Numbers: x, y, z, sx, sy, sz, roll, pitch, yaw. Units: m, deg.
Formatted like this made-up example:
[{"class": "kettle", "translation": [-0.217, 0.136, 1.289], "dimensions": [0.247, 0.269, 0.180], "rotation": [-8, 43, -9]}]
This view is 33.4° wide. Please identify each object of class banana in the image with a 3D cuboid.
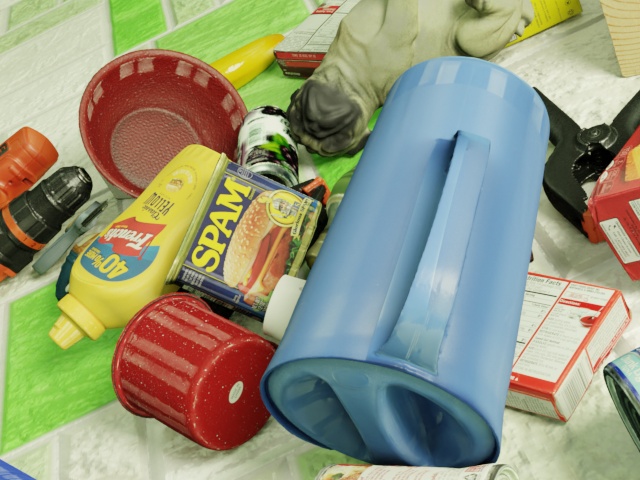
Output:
[{"class": "banana", "translation": [-0.127, -0.170, 1.143], "dimensions": [0.198, 0.037, 0.069], "rotation": [-22, 35, 10]}]

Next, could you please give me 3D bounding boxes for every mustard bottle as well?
[{"class": "mustard bottle", "translation": [-0.138, 0.011, 0.836], "dimensions": [0.191, 0.058, 0.096], "rotation": [-47, 43, -14]}]

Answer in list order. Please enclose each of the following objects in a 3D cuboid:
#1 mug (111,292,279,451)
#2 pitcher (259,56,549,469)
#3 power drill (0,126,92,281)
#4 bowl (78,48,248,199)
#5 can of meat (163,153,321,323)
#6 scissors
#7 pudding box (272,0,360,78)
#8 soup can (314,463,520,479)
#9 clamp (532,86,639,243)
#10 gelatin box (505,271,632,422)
[{"class": "mug", "translation": [-0.072, 0.090, 0.731], "dimensions": [0.117, 0.093, 0.082], "rotation": [-8, 20, -44]}, {"class": "pitcher", "translation": [0.065, 0.003, 0.625], "dimensions": [0.149, 0.145, 0.242], "rotation": [-12, 46, 39]}, {"class": "power drill", "translation": [-0.299, -0.041, 1.053], "dimensions": [0.184, 0.057, 0.188], "rotation": [-37, 30, 10]}, {"class": "bowl", "translation": [-0.148, -0.096, 0.996], "dimensions": [0.162, 0.162, 0.055], "rotation": [-50, 1, -29]}, {"class": "can of meat", "translation": [-0.055, 0.001, 0.776], "dimensions": [0.057, 0.084, 0.102], "rotation": [143, 151, -75]}, {"class": "scissors", "translation": [-0.220, -0.003, 0.941], "dimensions": [0.096, 0.016, 0.202], "rotation": [-47, 11, -5]}, {"class": "pudding box", "translation": [0.020, -0.210, 1.092], "dimensions": [0.090, 0.039, 0.113], "rotation": [14, 54, 45]}, {"class": "soup can", "translation": [0.052, 0.152, 0.565], "dimensions": [0.102, 0.068, 0.068], "rotation": [-7, 39, 27]}, {"class": "clamp", "translation": [0.211, -0.070, 0.771], "dimensions": [0.120, 0.039, 0.171], "rotation": [-19, 41, 21]}, {"class": "gelatin box", "translation": [0.137, 0.063, 0.655], "dimensions": [0.073, 0.030, 0.089], "rotation": [10, 51, 45]}]
